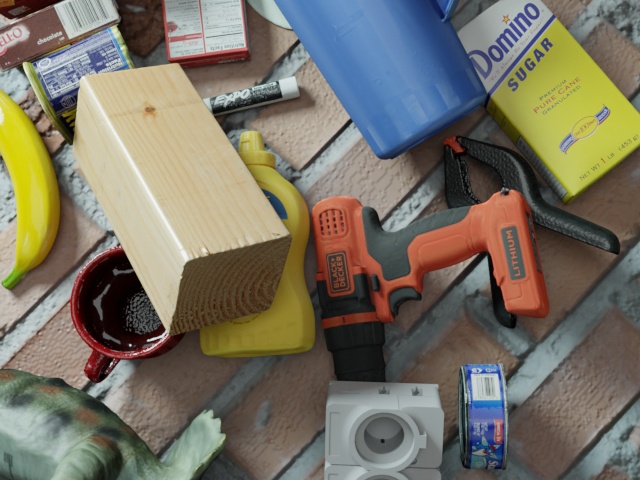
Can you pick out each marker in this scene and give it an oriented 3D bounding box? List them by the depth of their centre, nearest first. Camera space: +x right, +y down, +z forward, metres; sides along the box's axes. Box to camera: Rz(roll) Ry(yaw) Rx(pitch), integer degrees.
[{"bbox_3d":[-0.079,-0.123,0.952,0.121,0.020,0.020,-14,80,-1],"label":"marker"}]

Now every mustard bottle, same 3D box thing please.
[{"bbox_3d":[-0.056,0.001,0.908,0.096,0.058,0.191,-7,78,23],"label":"mustard bottle"}]

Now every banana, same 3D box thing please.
[{"bbox_3d":[-0.269,-0.060,0.938,0.069,0.037,0.198,-14,80,0],"label":"banana"}]

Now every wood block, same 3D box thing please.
[{"bbox_3d":[-0.115,-0.038,0.845,0.090,0.090,0.206,-13,53,-29],"label":"wood block"}]

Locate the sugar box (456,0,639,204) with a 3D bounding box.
[{"bbox_3d":[0.196,-0.129,0.931,0.093,0.048,0.176,-38,82,-3],"label":"sugar box"}]

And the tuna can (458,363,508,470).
[{"bbox_3d":[0.131,0.143,0.865,0.034,0.086,0.086,-1,80,3],"label":"tuna can"}]

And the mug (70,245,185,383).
[{"bbox_3d":[-0.159,0.066,0.890,0.093,0.081,0.117,27,82,6],"label":"mug"}]

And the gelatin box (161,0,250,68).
[{"bbox_3d":[-0.103,-0.203,0.960,0.073,0.030,0.089,-7,84,3],"label":"gelatin box"}]

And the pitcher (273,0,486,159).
[{"bbox_3d":[0.044,-0.199,0.890,0.144,0.149,0.243,-31,92,-18],"label":"pitcher"}]

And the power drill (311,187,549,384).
[{"bbox_3d":[0.088,0.041,0.878,0.188,0.057,0.184,-11,83,16],"label":"power drill"}]

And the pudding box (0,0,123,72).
[{"bbox_3d":[-0.230,-0.185,0.931,0.113,0.090,0.039,-22,105,-4],"label":"pudding box"}]

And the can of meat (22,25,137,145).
[{"bbox_3d":[-0.197,-0.133,0.917,0.084,0.102,0.057,-26,80,-5],"label":"can of meat"}]

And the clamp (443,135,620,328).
[{"bbox_3d":[0.170,-0.024,0.907,0.120,0.039,0.171,-28,82,12],"label":"clamp"}]
